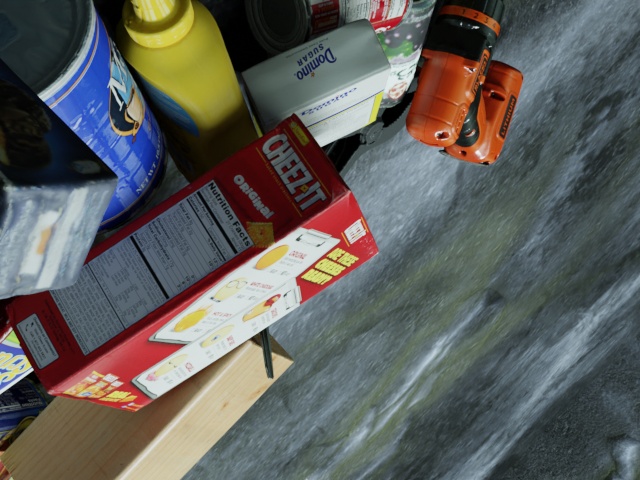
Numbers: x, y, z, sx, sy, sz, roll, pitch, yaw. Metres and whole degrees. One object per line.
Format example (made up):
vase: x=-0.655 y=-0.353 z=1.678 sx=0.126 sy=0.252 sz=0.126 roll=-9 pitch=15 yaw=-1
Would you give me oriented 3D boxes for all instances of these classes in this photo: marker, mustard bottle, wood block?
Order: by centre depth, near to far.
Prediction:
mustard bottle: x=-0.085 y=-0.100 z=0.680 sx=0.058 sy=0.096 sz=0.191 roll=-37 pitch=154 yaw=-10
marker: x=-0.022 y=-0.142 z=0.803 sx=0.120 sy=0.020 sz=0.020 roll=-17 pitch=143 yaw=-45
wood block: x=-0.133 y=0.130 z=0.829 sx=0.206 sy=0.091 sz=0.090 roll=-46 pitch=155 yaw=3

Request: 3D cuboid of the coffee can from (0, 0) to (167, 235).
coffee can: x=-0.155 y=-0.077 z=0.603 sx=0.102 sy=0.103 sz=0.140 roll=-40 pitch=155 yaw=-10

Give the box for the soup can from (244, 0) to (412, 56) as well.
soup can: x=0.006 y=-0.170 z=0.746 sx=0.102 sy=0.068 sz=0.069 roll=-24 pitch=147 yaw=-37

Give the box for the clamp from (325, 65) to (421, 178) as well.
clamp: x=0.029 y=-0.103 z=0.918 sx=0.171 sy=0.039 sz=0.120 roll=-46 pitch=160 yaw=-12

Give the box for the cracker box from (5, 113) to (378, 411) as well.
cracker box: x=-0.075 y=0.023 z=0.697 sx=0.213 sy=0.072 sz=0.164 roll=-34 pitch=164 yaw=0

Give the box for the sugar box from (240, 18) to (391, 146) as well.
sugar box: x=-0.004 y=-0.102 z=0.765 sx=0.093 sy=0.048 sz=0.176 roll=-25 pitch=174 yaw=-3

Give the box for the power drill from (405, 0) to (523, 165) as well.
power drill: x=0.136 y=-0.154 z=0.945 sx=0.184 sy=0.057 sz=0.187 roll=-69 pitch=159 yaw=-4

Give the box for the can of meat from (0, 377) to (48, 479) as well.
can of meat: x=-0.271 y=0.156 z=0.835 sx=0.102 sy=0.057 sz=0.083 roll=-54 pitch=155 yaw=18
